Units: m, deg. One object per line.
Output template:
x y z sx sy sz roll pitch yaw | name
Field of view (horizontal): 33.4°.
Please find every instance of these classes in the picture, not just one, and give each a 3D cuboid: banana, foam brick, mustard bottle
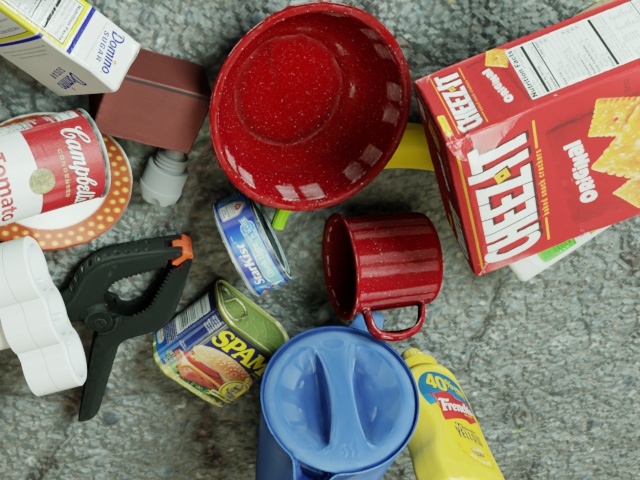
0.048 -0.065 0.882 0.197 0.037 0.069 -14 127 -6 | banana
-0.127 -0.106 0.794 0.078 0.053 0.051 12 123 -22 | foam brick
0.110 0.170 0.984 0.096 0.192 0.058 28 115 -32 | mustard bottle

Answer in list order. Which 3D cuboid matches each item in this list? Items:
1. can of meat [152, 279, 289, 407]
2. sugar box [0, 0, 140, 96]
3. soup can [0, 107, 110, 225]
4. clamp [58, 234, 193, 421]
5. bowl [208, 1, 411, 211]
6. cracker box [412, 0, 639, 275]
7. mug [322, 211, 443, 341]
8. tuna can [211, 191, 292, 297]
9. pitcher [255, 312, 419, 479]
-0.089 0.096 0.961 0.084 0.057 0.102 -36 128 17 | can of meat
-0.213 -0.161 0.701 0.176 0.094 0.048 34 74 -36 | sugar box
-0.210 -0.050 0.756 0.102 0.069 0.068 -19 134 -30 | soup can
-0.187 0.069 0.924 0.210 0.036 0.164 -30 126 11 | clamp
-0.015 -0.106 0.808 0.161 0.055 0.162 -10 117 -20 | bowl
0.188 -0.076 0.753 0.213 0.072 0.164 -22 142 2 | cracker box
0.056 0.029 0.914 0.081 0.117 0.093 -6 157 -17 | mug
-0.056 0.001 0.876 0.034 0.086 0.086 -25 130 3 | tuna can
0.006 0.180 0.982 0.149 0.145 0.243 -20 154 -19 | pitcher
